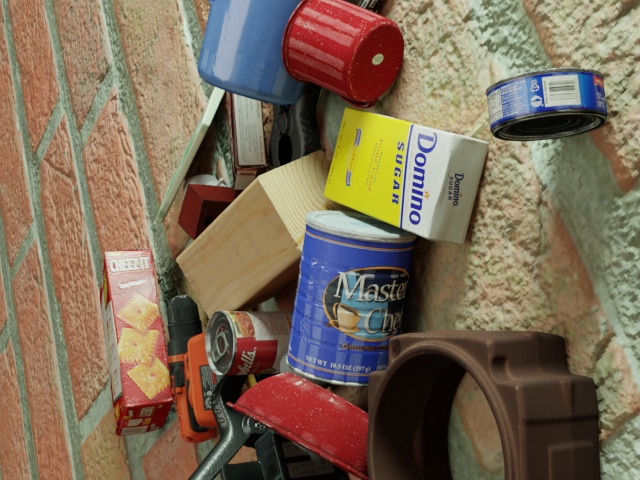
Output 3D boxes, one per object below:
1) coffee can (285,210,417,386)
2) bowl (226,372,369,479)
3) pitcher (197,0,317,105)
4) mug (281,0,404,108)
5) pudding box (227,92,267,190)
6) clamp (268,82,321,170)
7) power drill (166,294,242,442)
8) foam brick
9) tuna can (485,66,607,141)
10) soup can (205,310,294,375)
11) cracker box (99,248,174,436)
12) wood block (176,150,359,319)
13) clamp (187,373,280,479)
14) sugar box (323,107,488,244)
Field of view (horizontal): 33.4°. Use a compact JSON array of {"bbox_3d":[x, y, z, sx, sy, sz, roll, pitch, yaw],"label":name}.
[{"bbox_3d":[0.028,0.051,0.982,0.103,0.102,0.140,25,110,57],"label":"coffee can"},{"bbox_3d":[-0.004,0.167,0.984,0.162,0.162,0.055,12,71,58],"label":"bowl"},{"bbox_3d":[-0.051,-0.264,1.042,0.149,0.144,0.243,26,106,33],"label":"pitcher"},{"bbox_3d":[0.026,-0.171,1.012,0.082,0.093,0.117,30,151,35],"label":"mug"},{"bbox_3d":[-0.084,-0.122,1.209,0.090,0.039,0.113,113,151,-75],"label":"pudding box"},{"bbox_3d":[-0.023,-0.132,1.138,0.120,0.039,0.171,-12,84,63],"label":"clamp"},{"bbox_3d":[-0.142,0.150,1.267,0.188,0.057,0.184,153,108,-73],"label":"power drill"},{"bbox_3d":[-0.119,-0.031,1.253,0.051,0.078,0.053,46,126,52],"label":"foam brick"},{"bbox_3d":[0.165,-0.098,0.780,0.086,0.086,0.034,-17,76,57],"label":"tuna can"},{"bbox_3d":[-0.062,0.107,1.128,0.069,0.102,0.068,-5,84,59],"label":"soup can"},{"bbox_3d":[-0.250,0.139,1.439,0.164,0.072,0.214,121,141,-63],"label":"cracker box"},{"bbox_3d":[-0.057,0.002,1.115,0.090,0.090,0.206,59,142,7],"label":"wood block"},{"bbox_3d":[-0.079,0.204,1.115,0.036,0.164,0.210,-52,38,47],"label":"clamp"},{"bbox_3d":[0.072,-0.062,0.966,0.176,0.048,0.093,25,104,59],"label":"sugar box"}]
